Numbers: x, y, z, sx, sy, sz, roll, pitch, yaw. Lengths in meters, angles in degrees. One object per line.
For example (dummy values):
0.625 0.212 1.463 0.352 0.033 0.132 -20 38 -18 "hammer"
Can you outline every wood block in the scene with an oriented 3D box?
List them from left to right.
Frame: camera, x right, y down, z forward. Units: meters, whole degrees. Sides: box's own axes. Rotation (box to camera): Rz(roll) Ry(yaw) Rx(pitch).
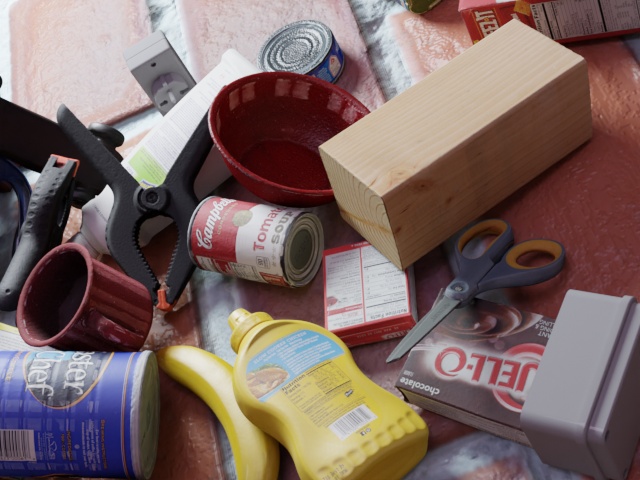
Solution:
0.115 -0.081 0.878 0.206 0.090 0.091 -35 48 -13 "wood block"

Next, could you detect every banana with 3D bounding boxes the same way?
-0.078 0.142 0.860 0.069 0.037 0.198 -31 48 -1 "banana"

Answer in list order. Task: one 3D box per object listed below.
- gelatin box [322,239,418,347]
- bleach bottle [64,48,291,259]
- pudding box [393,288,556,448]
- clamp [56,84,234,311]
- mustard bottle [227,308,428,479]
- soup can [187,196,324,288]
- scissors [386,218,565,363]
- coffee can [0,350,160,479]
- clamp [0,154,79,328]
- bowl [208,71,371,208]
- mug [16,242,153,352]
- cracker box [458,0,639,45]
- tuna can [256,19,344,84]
0.041 0.042 0.882 0.073 0.030 0.089 -14 50 15 "gelatin box"
-0.147 -0.072 1.040 0.251 0.068 0.103 -41 49 -4 "bleach bottle"
0.125 0.094 0.796 0.114 0.039 0.090 14 63 33 "pudding box"
-0.142 -0.043 0.975 0.164 0.036 0.210 -14 82 0 "clamp"
-0.012 0.115 0.818 0.096 0.058 0.192 -30 51 -23 "mustard bottle"
-0.056 0.001 0.936 0.102 0.068 0.068 10 61 30 "soup can"
0.124 0.039 0.799 0.096 0.016 0.201 7 33 20 "scissors"
-0.205 0.139 0.852 0.140 0.103 0.103 1 53 0 "coffee can"
-0.259 0.000 0.978 0.039 0.120 0.171 11 82 -8 "clamp"
-0.025 -0.081 0.963 0.162 0.055 0.162 9 46 -10 "bowl"
-0.190 0.063 0.904 0.117 0.081 0.093 22 82 45 "mug"
0.246 -0.262 0.983 0.214 0.072 0.164 -4 54 24 "cracker box"
-0.021 -0.182 1.078 0.086 0.033 0.086 -13 51 17 "tuna can"
